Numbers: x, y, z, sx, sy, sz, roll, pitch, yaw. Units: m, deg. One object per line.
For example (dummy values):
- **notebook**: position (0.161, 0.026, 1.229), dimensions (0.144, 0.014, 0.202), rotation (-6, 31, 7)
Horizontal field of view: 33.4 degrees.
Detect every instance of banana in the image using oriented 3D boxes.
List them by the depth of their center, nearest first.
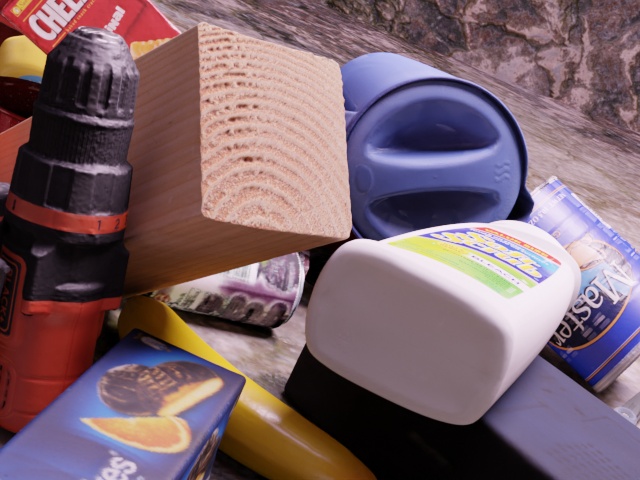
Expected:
- **banana**: position (-0.052, 0.076, 0.561), dimensions (0.069, 0.037, 0.198), rotation (2, 27, -48)

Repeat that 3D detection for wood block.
- **wood block**: position (-0.089, -0.028, 0.552), dimensions (0.090, 0.091, 0.207), rotation (8, -16, -42)

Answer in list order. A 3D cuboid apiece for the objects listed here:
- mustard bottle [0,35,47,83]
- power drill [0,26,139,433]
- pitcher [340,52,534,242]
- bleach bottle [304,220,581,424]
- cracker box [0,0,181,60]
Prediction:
- **mustard bottle**: position (-0.209, -0.138, 0.886), dimensions (0.192, 0.058, 0.096), rotation (0, -14, 20)
- **power drill**: position (-0.158, -0.024, 0.513), dimensions (0.057, 0.184, 0.188), rotation (2, 17, -44)
- **pitcher**: position (0.054, -0.082, 0.823), dimensions (0.145, 0.149, 0.243), rotation (-22, 18, 0)
- **bleach bottle**: position (0.086, 0.025, 0.600), dimensions (0.103, 0.068, 0.250), rotation (26, 18, 17)
- **cracker box**: position (-0.113, -0.109, 0.696), dimensions (0.213, 0.072, 0.164), rotation (42, -2, -29)
